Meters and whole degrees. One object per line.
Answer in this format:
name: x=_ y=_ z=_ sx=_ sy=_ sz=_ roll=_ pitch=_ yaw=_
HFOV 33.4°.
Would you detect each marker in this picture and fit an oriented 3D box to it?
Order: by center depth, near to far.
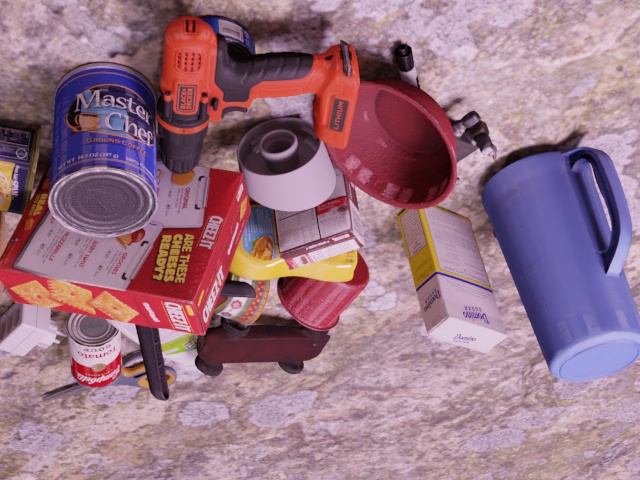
marker: x=0.095 y=-0.157 z=1.108 sx=0.020 sy=0.020 sz=0.121 roll=-13 pitch=142 yaw=7

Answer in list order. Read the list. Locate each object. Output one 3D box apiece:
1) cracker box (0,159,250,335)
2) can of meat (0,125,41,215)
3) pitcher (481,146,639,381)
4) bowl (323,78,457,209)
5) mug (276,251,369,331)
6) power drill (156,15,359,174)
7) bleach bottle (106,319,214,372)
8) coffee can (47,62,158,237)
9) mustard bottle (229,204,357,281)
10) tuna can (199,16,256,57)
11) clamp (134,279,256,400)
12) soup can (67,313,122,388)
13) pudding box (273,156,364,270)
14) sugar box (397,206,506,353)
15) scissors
cracker box: x=-0.196 y=-0.002 z=1.089 sx=0.214 sy=0.164 sz=0.072 roll=9 pitch=146 yaw=14
can of meat: x=-0.340 y=-0.075 z=1.109 sx=0.083 sy=0.057 sz=0.102 roll=9 pitch=139 yaw=-17
pitcher: x=0.280 y=0.024 z=1.189 sx=0.145 sy=0.243 sz=0.149 roll=-17 pitch=148 yaw=6
bowl: x=0.080 y=-0.110 z=1.101 sx=0.162 sy=0.055 sz=0.162 roll=25 pitch=144 yaw=20
mug: x=-0.003 y=0.043 z=1.302 sx=0.117 sy=0.093 sz=0.082 roll=35 pitch=125 yaw=-8
power drill: x=-0.063 y=-0.130 z=1.027 sx=0.187 sy=0.057 sz=0.185 roll=0 pitch=142 yaw=-10
bleach bottle: x=-0.204 y=0.105 z=1.361 sx=0.103 sy=0.068 sz=0.250 roll=-17 pitch=143 yaw=11
coffee can: x=-0.211 y=-0.089 z=1.045 sx=0.102 sy=0.140 sz=0.103 roll=-5 pitch=142 yaw=-4
mustard bottle: x=-0.058 y=0.002 z=1.223 sx=0.191 sy=0.096 sz=0.058 roll=1 pitch=142 yaw=-11
tuna can: x=-0.104 y=-0.176 z=1.039 sx=0.086 sy=0.034 sz=0.086 roll=-5 pitch=142 yaw=-4
clamp: x=-0.186 y=0.054 z=1.216 sx=0.164 sy=0.210 sz=0.036 roll=-42 pitch=165 yaw=0
soup can: x=-0.291 y=0.136 z=1.380 sx=0.068 sy=0.068 sz=0.102 roll=0 pitch=141 yaw=-9
pudding box: x=-0.005 y=-0.033 z=1.175 sx=0.090 sy=0.113 sz=0.039 roll=-19 pitch=143 yaw=15
sugar box: x=0.151 y=0.041 z=1.243 sx=0.093 sy=0.176 sz=0.048 roll=19 pitch=135 yaw=-31
scissors: x=-0.288 y=0.204 z=1.509 sx=0.202 sy=0.016 sz=0.096 roll=-28 pitch=138 yaw=24
